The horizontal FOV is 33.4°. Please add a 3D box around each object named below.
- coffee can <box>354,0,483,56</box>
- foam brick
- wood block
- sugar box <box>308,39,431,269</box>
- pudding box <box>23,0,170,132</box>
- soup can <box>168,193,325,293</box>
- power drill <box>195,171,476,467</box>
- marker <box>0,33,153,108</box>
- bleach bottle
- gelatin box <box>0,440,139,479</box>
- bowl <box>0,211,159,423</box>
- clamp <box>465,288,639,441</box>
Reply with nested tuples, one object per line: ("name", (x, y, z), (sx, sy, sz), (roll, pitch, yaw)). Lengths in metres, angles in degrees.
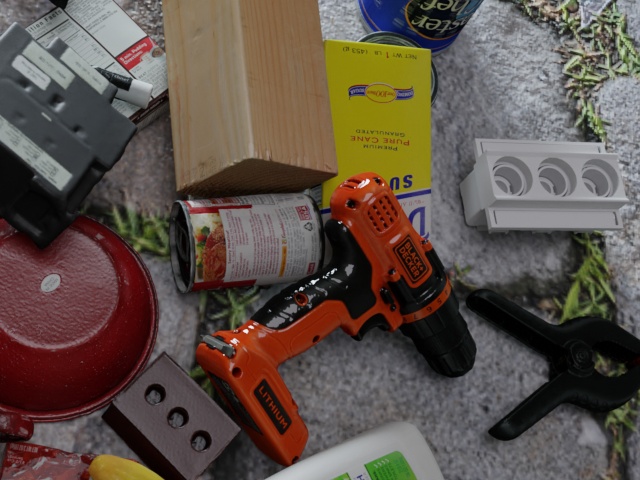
("coffee can", (0.099, -0.234, 0.900), (0.102, 0.140, 0.103), (7, 66, -16))
("foam brick", (-0.102, 0.125, 0.729), (0.078, 0.051, 0.053), (45, 62, 0))
("wood block", (-0.057, -0.140, 0.810), (0.090, 0.090, 0.206), (8, 70, -43))
("sugar box", (0.039, -0.064, 0.837), (0.093, 0.048, 0.176), (1, 82, -18))
("pudding box", (-0.172, -0.133, 0.825), (0.113, 0.039, 0.090), (44, 63, 6))
("soup can", (-0.055, 0.001, 0.790), (0.102, 0.069, 0.068), (-5, 70, -21))
("power drill", (0.017, 0.072, 0.767), (0.187, 0.057, 0.184), (-42, 114, -20))
("marker", (-0.183, -0.125, 0.785), (0.121, 0.020, 0.020), (19, 63, -8))
("bleach bottle", (-0.022, 0.203, 0.675), (0.250, 0.068, 0.102), (-19, 85, -41))
("gelatin box", (-0.169, 0.175, 0.700), (0.089, 0.030, 0.073), (12, 65, -13))
("bowl", (-0.188, 0.041, 0.737), (0.162, 0.055, 0.162), (7, 66, -16))
("clamp", (0.192, 0.089, 0.852), (0.171, 0.039, 0.120), (-5, 74, -27))
